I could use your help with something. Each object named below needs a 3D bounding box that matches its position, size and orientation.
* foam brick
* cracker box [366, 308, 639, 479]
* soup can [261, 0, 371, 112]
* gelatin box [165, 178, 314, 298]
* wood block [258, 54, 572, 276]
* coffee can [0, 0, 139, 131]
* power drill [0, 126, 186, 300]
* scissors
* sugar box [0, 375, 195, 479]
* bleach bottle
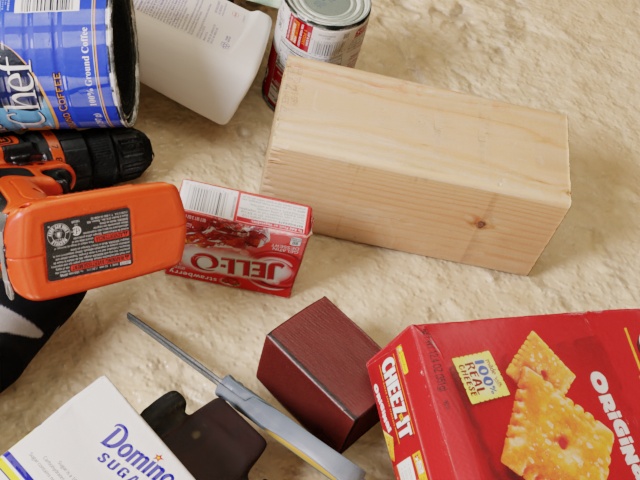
[{"bbox_3d":[0.006,0.085,0.671,0.078,0.053,0.051,43,55,18],"label":"foam brick"},{"bbox_3d":[0.150,0.128,0.628,0.213,0.072,0.164,-2,64,-26],"label":"cracker box"},{"bbox_3d":[-0.004,-0.148,0.816,0.068,0.102,0.068,7,52,-9],"label":"soup can"},{"bbox_3d":[-0.054,0.001,0.707,0.089,0.073,0.030,12,52,-6],"label":"gelatin box"},{"bbox_3d":[0.064,-0.052,0.767,0.206,0.091,0.090,12,52,-5],"label":"wood block"},{"bbox_3d":[-0.195,-0.121,0.690,0.140,0.103,0.103,-2,53,0],"label":"coffee can"},{"bbox_3d":[-0.159,-0.027,0.666,0.184,0.057,0.188,-16,24,-31],"label":"power drill"},{"bbox_3d":[-0.039,0.105,0.657,0.202,0.096,0.016,27,74,44],"label":"scissors"},{"bbox_3d":[-0.146,0.156,0.517,0.176,0.048,0.093,-38,83,-32],"label":"sugar box"},{"bbox_3d":[-0.162,-0.180,0.777,0.250,0.068,0.102,27,36,-13],"label":"bleach bottle"}]
